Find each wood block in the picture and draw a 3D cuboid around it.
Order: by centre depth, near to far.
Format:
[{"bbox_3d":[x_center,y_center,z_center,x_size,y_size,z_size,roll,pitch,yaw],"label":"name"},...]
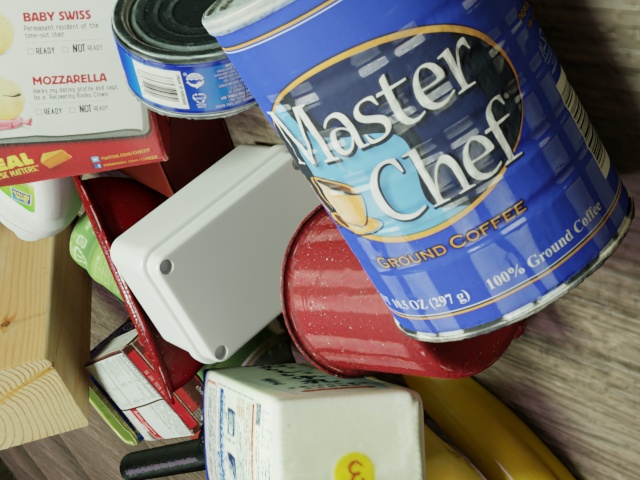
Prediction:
[{"bbox_3d":[-0.257,0.066,0.929,0.206,0.091,0.090,-102,-5,-49],"label":"wood block"}]

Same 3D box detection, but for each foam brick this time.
[{"bbox_3d":[-0.100,-0.069,0.649,0.078,0.051,0.053,26,146,39],"label":"foam brick"}]

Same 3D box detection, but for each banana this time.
[{"bbox_3d":[0.118,0.142,0.611,0.198,0.037,0.070,52,155,-7],"label":"banana"}]

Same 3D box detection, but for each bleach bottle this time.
[{"bbox_3d":[-0.207,-0.075,0.722,0.102,0.068,0.251,37,151,8],"label":"bleach bottle"}]

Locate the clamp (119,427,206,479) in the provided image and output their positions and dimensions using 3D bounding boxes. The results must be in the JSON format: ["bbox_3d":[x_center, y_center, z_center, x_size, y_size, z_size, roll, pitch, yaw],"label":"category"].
[{"bbox_3d":[-0.075,0.175,0.893,0.210,0.164,0.036,125,147,-59],"label":"clamp"}]

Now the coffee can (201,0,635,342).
[{"bbox_3d":[0.037,-0.049,0.390,0.140,0.102,0.103,57,154,-18],"label":"coffee can"}]

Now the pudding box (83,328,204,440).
[{"bbox_3d":[-0.137,0.117,0.864,0.090,0.039,0.114,52,149,-8],"label":"pudding box"}]

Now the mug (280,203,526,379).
[{"bbox_3d":[0.050,0.027,0.511,0.117,0.093,0.082,27,163,-33],"label":"mug"}]

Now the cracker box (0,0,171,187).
[{"bbox_3d":[-0.175,-0.130,0.523,0.072,0.164,0.214,-98,-1,-54],"label":"cracker box"}]

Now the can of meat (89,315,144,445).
[{"bbox_3d":[-0.182,0.136,1.039,0.102,0.083,0.058,53,155,-9],"label":"can of meat"}]

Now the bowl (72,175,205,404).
[{"bbox_3d":[-0.103,0.021,0.685,0.162,0.055,0.162,158,90,-78],"label":"bowl"}]

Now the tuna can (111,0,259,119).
[{"bbox_3d":[-0.051,-0.096,0.488,0.086,0.086,0.034,32,149,32],"label":"tuna can"}]
